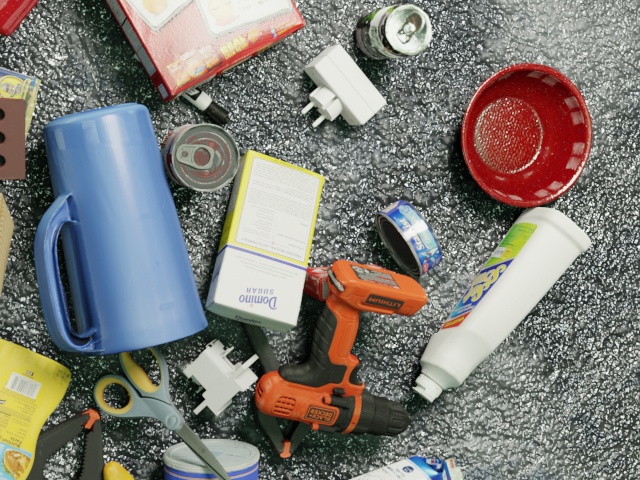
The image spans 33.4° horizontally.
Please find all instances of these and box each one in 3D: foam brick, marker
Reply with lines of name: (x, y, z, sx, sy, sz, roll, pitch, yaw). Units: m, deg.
foam brick: (-0.311, -0.099, 1.021, 0.053, 0.051, 0.078, -2, 98, -20)
marker: (-0.145, -0.164, 1.135, 0.121, 0.020, 0.020, 39, 85, -16)

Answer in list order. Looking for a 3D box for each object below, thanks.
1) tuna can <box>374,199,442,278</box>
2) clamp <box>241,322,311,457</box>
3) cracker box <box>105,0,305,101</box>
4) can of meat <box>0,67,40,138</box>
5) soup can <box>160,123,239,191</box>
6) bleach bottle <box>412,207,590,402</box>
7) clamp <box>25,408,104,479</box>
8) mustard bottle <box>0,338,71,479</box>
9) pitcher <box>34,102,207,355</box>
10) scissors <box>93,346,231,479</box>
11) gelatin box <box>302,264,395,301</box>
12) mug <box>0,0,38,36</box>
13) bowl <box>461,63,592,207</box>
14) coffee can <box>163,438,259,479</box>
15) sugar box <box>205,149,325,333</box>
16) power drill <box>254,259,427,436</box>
tuna can: (0.098, -0.002, 1.183, 0.033, 0.086, 0.086, -33, 103, -12)
clamp: (-0.025, 0.154, 1.190, 0.120, 0.039, 0.171, -5, 103, -10)
cracker box: (-0.139, -0.273, 1.090, 0.164, 0.072, 0.213, -31, 98, -15)
can of meat: (-0.334, -0.127, 1.068, 0.083, 0.057, 0.102, 16, 92, -19)
soup can: (-0.127, -0.087, 1.104, 0.068, 0.102, 0.068, -2, 96, -16)
bleach bottle: (0.194, 0.078, 1.208, 0.068, 0.103, 0.251, 40, 84, -13)
clamp: (-0.285, 0.279, 1.131, 0.164, 0.036, 0.210, 38, 83, -14)
mustard bottle: (-0.332, 0.201, 1.074, 0.096, 0.058, 0.191, 30, 70, -29)
pitcher: (-0.209, -0.009, 1.073, 0.145, 0.149, 0.243, -12, 95, -2)
scissors: (-0.171, 0.193, 1.111, 0.096, 0.016, 0.202, -34, 66, 7)
gelatin box: (0.030, 0.045, 1.176, 0.089, 0.073, 0.030, -3, 96, -15)
mug: (-0.324, -0.262, 1.041, 0.117, 0.093, 0.081, 39, 90, -13)
bowl: (0.226, -0.120, 1.222, 0.162, 0.055, 0.162, -2, 96, -15)
coffee can: (-0.117, 0.295, 1.145, 0.102, 0.103, 0.140, -1, 96, -15)
sugar box: (-0.058, 0.001, 1.131, 0.093, 0.048, 0.176, 18, 69, -15)
power drill: (0.042, 0.123, 1.138, 0.184, 0.057, 0.188, 15, 109, -25)
